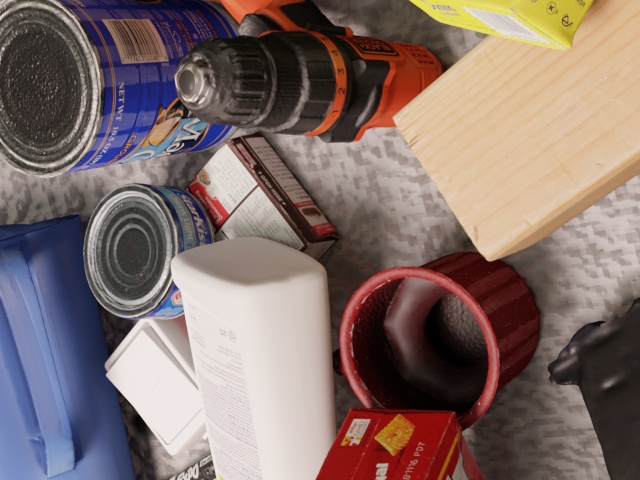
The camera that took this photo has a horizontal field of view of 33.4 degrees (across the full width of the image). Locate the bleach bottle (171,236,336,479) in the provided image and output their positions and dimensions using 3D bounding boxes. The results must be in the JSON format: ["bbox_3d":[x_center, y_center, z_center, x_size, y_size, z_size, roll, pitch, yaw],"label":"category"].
[{"bbox_3d":[-0.030,0.130,0.631,0.103,0.068,0.251,21,121,56],"label":"bleach bottle"}]

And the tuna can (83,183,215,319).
[{"bbox_3d":[-0.108,0.007,0.667,0.086,0.033,0.086,-2,86,36],"label":"tuna can"}]

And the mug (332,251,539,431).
[{"bbox_3d":[0.061,0.055,0.596,0.117,0.081,0.093,-20,89,34],"label":"mug"}]

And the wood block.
[{"bbox_3d":[0.148,-0.086,0.506,0.206,0.090,0.091,-38,78,32],"label":"wood block"}]

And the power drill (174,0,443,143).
[{"bbox_3d":[-0.044,-0.119,0.577,0.188,0.184,0.057,45,120,28],"label":"power drill"}]

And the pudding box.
[{"bbox_3d":[-0.055,0.001,0.684,0.090,0.039,0.114,52,123,14],"label":"pudding box"}]

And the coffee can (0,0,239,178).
[{"bbox_3d":[-0.122,-0.097,0.645,0.103,0.140,0.103,7,104,31],"label":"coffee can"}]

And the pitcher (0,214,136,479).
[{"bbox_3d":[-0.201,0.109,0.743,0.145,0.149,0.243,-12,97,21],"label":"pitcher"}]

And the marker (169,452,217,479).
[{"bbox_3d":[-0.085,0.162,0.735,0.121,0.020,0.020,-38,79,45],"label":"marker"}]
